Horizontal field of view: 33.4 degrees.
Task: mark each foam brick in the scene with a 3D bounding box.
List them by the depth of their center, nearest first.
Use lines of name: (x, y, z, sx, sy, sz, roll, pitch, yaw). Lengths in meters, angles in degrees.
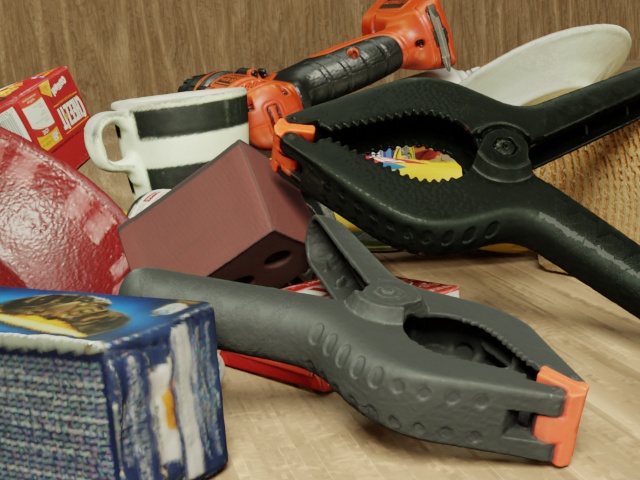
foam brick: (-0.046, 0.001, 0.505, 0.078, 0.051, 0.052, -34, -29, 18)

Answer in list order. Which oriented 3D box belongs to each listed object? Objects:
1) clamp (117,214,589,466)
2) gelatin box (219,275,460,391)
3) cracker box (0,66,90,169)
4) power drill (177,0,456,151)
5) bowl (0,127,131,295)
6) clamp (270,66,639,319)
clamp: (0.024, 0.030, 0.401, 0.172, 0.039, 0.120, 21, 32, 26)
gelatin box: (0.008, 0.037, 0.484, 0.089, 0.030, 0.073, -14, 14, -38)
cracker box: (-0.269, -0.033, 0.699, 0.214, 0.072, 0.164, -19, 18, 13)
power drill: (-0.008, -0.125, 0.800, 0.187, 0.057, 0.185, -28, 22, -16)
bowl: (-0.164, 0.001, 0.517, 0.162, 0.055, 0.162, 31, 19, -12)
clamp: (0.083, -0.022, 0.469, 0.210, 0.036, 0.164, 1, 52, -5)
